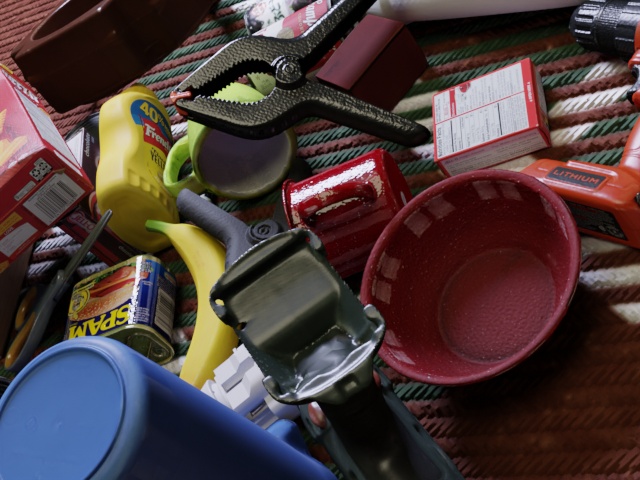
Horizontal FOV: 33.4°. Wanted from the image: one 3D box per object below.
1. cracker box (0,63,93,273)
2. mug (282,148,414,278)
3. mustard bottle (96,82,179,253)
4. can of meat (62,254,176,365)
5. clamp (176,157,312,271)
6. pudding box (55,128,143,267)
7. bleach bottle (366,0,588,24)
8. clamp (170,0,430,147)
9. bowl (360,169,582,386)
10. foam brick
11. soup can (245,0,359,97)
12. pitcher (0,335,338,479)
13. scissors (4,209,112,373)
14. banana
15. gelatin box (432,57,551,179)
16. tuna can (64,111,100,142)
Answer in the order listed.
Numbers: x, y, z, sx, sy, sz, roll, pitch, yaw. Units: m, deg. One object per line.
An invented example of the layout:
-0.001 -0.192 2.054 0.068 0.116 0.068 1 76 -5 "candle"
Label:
-0.320 -0.060 0.998 0.164 0.072 0.214 -43 41 1 "cracker box"
0.023 -0.022 0.809 0.082 0.117 0.093 -23 70 15 "mug"
-0.174 -0.085 1.021 0.058 0.096 0.191 -25 45 15 "mustard bottle"
-0.175 0.069 0.929 0.102 0.057 0.084 -22 44 22 "can of meat"
-0.056 0.001 0.883 0.120 0.039 0.171 -14 45 2 "clamp"
-0.210 -0.038 1.016 0.039 0.090 0.113 -29 44 17 "pudding box"
0.130 -0.232 0.926 0.251 0.068 0.102 2 38 45 "bleach bottle"
-0.020 -0.144 0.889 0.210 0.036 0.164 -6 69 5 "clamp"
0.109 0.033 0.731 0.162 0.055 0.162 -18 53 26 "bowl"
0.046 -0.150 0.936 0.078 0.051 0.053 -50 41 -7 "foam brick"
-0.017 -0.179 0.995 0.102 0.068 0.068 -22 46 23 "soup can"
-0.089 0.164 0.648 0.145 0.242 0.149 -37 49 5 "pitcher"
-0.245 0.034 0.993 0.202 0.016 0.096 -57 28 17 "scissors"
-0.098 0.053 0.888 0.069 0.037 0.198 -18 49 0 "banana"
0.133 -0.095 0.841 0.089 0.030 0.073 -19 49 26 "gelatin box"
-0.236 -0.092 1.121 0.086 0.033 0.086 -21 47 24 "tuna can"
